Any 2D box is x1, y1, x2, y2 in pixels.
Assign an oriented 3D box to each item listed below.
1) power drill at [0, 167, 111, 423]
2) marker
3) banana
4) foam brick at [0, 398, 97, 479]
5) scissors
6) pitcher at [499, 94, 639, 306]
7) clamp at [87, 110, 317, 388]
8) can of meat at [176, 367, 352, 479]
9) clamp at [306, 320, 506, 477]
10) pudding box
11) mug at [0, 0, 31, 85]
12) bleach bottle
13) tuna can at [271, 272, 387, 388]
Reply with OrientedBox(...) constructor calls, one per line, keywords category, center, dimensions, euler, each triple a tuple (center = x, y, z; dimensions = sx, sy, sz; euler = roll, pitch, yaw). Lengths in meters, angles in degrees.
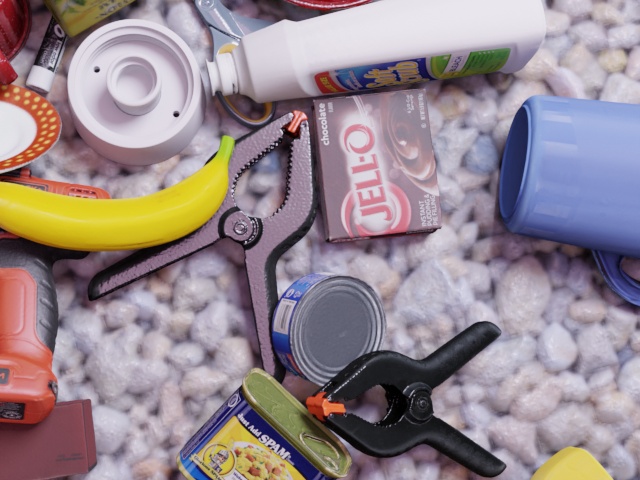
OrientedBox(category="power drill", center=(-0.246, 0.030, 0.755), dimensions=(0.184, 0.057, 0.187), euler=(7, 62, -11))
OrientedBox(category="marker", center=(-0.201, -0.174, 0.833), dimensions=(0.020, 0.020, 0.121), euler=(19, 82, -4))
OrientedBox(category="banana", center=(-0.147, -0.025, 0.765), dimensions=(0.197, 0.037, 0.069), euler=(-12, 70, -24))
OrientedBox(category="foam brick", center=(-0.207, 0.147, 0.782), dimensions=(0.078, 0.051, 0.053), euler=(-6, 86, -7))
OrientedBox(category="scissors", center=(-0.070, -0.188, 0.850), dimensions=(0.096, 0.016, 0.202), euler=(-21, 87, -10))
OrientedBox(category="pitcher", center=(0.265, -0.032, 0.823), dimensions=(0.243, 0.145, 0.149), euler=(8, 70, -2))
OrientedBox(category="clamp", center=(-0.055, 0.001, 0.821), dimensions=(0.164, 0.036, 0.210), euler=(34, 85, -3))
OrientedBox(category="can of meat", center=(-0.043, 0.160, 0.784), dimensions=(0.102, 0.057, 0.084), euler=(43, 104, 0))
OrientedBox(category="clamp", center=(0.073, 0.131, 0.804), dimensions=(0.171, 0.039, 0.120), euler=(-8, 82, -25))
OrientedBox(category="pudding box", center=(0.043, -0.058, 0.837), dimensions=(0.090, 0.039, 0.113), euler=(-7, 85, -7))
OrientedBox(category="mug", center=(-0.262, -0.168, 0.793), dimensions=(0.093, 0.081, 0.117), euler=(-30, 88, -9))
OrientedBox(category="bleach bottle", center=(0.038, -0.146, 0.817), dimensions=(0.250, 0.102, 0.068), euler=(-12, 83, -6))
OrientedBox(category="tuna can", center=(0.006, 0.067, 0.806), dimensions=(0.085, 0.034, 0.086), euler=(-3, 95, -31))
